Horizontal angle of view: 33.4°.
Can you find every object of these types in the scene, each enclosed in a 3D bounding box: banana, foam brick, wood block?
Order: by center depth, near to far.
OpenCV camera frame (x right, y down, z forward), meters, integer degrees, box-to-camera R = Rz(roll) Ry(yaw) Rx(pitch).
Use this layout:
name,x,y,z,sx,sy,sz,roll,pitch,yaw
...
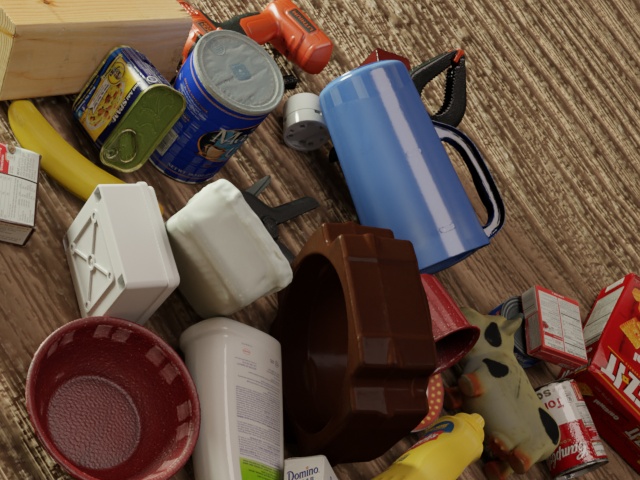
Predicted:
name,x,y,z,sx,sy,sz,roll,pitch,yaw
banana,-0.243,-0.079,1.063,0.198,0.037,0.069,44,45,-4
wood block,-0.248,-0.212,1.098,0.205,0.090,0.091,-13,51,-42
foam brick,0.074,-0.197,1.355,0.052,0.078,0.051,15,55,-29

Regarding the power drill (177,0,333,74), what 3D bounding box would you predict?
name,x,y,z,sx,sy,sz,roll,pitch,yaw
power drill,-0.073,-0.221,1.254,0.187,0.057,0.184,-20,61,-46

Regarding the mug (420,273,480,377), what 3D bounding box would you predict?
name,x,y,z,sx,sy,sz,roll,pitch,yaw
mug,0.100,0.096,1.144,0.117,0.093,0.081,-30,62,-5

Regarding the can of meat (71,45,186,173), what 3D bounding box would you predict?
name,x,y,z,sx,sy,sz,roll,pitch,yaw
can of meat,-0.196,-0.134,1.076,0.057,0.102,0.084,22,21,-52

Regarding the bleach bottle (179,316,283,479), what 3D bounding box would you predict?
name,x,y,z,sx,sy,sz,roll,pitch,yaw
bleach bottle,-0.078,0.202,0.972,0.102,0.068,0.251,27,48,-41

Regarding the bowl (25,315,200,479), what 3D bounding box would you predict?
name,x,y,z,sx,sy,sz,roll,pitch,yaw
bowl,-0.188,0.150,0.935,0.161,0.055,0.162,19,51,-26

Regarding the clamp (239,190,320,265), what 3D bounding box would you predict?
name,x,y,z,sx,sy,sz,roll,pitch,yaw
clamp,-0.057,0.001,1.135,0.171,0.039,0.120,6,60,-41

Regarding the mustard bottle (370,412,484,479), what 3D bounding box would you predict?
name,x,y,z,sx,sy,sz,roll,pitch,yaw
mustard bottle,0.111,0.227,1.079,0.191,0.096,0.058,-30,81,-45

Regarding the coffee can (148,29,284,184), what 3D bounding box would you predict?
name,x,y,z,sx,sy,sz,roll,pitch,yaw
coffee can,-0.117,-0.138,1.125,0.102,0.141,0.103,19,51,-26

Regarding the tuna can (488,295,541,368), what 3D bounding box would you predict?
name,x,y,z,sx,sy,sz,roll,pitch,yaw
tuna can,0.244,0.113,1.302,0.086,0.034,0.086,19,51,-26

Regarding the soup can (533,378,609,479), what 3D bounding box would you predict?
name,x,y,z,sx,sy,sz,roll,pitch,yaw
soup can,0.282,0.219,1.234,0.068,0.069,0.102,0,61,-37

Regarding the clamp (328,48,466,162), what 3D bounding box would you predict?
name,x,y,z,sx,sy,sz,roll,pitch,yaw
clamp,0.128,-0.137,1.317,0.164,0.036,0.210,37,83,-18

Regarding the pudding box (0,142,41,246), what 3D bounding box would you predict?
name,x,y,z,sx,sy,sz,roll,pitch,yaw
pudding box,-0.319,-0.051,0.987,0.113,0.039,0.090,14,54,-27

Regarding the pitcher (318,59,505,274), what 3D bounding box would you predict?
name,x,y,z,sx,sy,sz,roll,pitch,yaw
pitcher,0.099,-0.080,1.221,0.149,0.145,0.243,-11,79,-62

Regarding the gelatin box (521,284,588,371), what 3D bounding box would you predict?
name,x,y,z,sx,sy,sz,roll,pitch,yaw
gelatin box,0.281,0.106,1.288,0.073,0.030,0.089,21,51,-27
